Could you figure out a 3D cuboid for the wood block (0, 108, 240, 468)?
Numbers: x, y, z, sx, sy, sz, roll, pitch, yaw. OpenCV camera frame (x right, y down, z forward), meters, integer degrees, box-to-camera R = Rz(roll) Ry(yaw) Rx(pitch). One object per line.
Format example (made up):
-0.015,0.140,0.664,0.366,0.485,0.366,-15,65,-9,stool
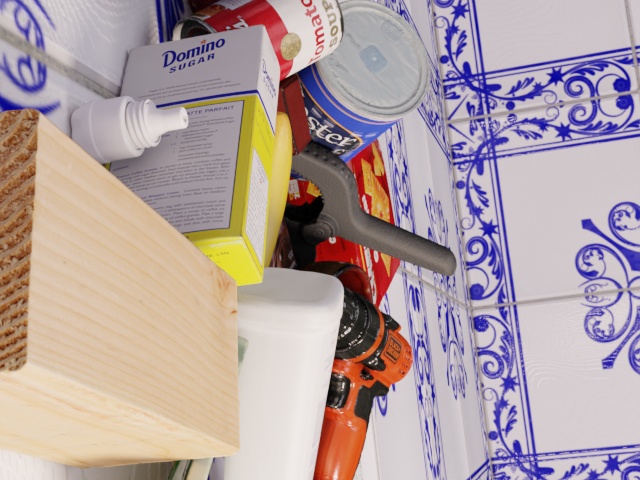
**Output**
-0.108,0.034,0.438,0.206,0.090,0.091,51,33,-67,wood block

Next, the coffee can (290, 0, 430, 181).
0.012,-0.121,0.889,0.141,0.102,0.103,-35,-125,58,coffee can

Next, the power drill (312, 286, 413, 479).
0.007,0.133,0.805,0.184,0.057,0.187,41,66,-59,power drill

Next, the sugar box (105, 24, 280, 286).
-0.076,-0.049,0.624,0.048,0.093,0.176,70,18,-45,sugar box

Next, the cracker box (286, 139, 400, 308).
0.027,-0.018,1.113,0.213,0.072,0.164,-52,132,-72,cracker box

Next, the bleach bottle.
-0.032,0.149,0.679,0.102,0.068,0.251,-49,145,-77,bleach bottle

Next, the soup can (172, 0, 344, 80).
-0.042,-0.141,0.740,0.102,0.069,0.068,-33,123,-30,soup can

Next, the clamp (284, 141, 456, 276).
0.010,-0.016,0.894,0.036,0.165,0.210,-87,154,-53,clamp
